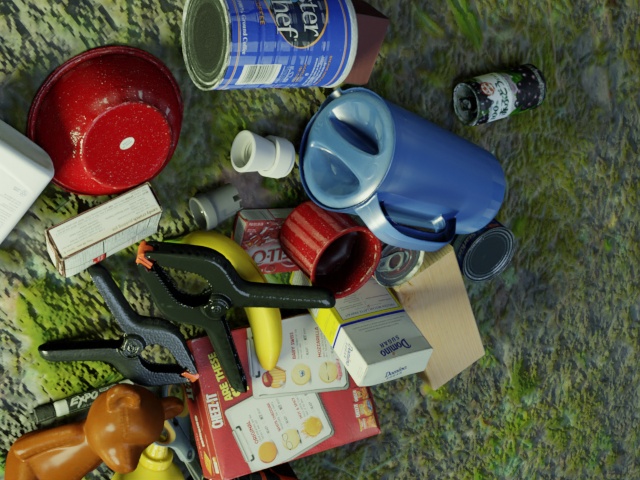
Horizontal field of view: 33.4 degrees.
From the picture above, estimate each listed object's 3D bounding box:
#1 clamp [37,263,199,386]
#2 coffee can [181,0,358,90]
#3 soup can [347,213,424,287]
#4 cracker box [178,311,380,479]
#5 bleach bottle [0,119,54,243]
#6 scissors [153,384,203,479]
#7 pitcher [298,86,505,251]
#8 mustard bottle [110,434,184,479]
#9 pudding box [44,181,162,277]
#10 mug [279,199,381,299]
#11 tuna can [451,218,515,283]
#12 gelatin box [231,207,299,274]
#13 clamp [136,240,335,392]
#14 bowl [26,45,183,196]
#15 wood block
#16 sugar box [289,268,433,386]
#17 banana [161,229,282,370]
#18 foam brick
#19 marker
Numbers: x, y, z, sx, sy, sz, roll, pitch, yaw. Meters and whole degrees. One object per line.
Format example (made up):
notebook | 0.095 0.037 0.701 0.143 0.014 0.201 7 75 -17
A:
clamp | -0.214 0.114 1.150 0.171 0.039 0.120 39 106 -16
coffee can | -0.049 -0.198 1.030 0.140 0.103 0.103 -7 124 -31
soup can | 0.065 0.000 1.249 0.068 0.102 0.068 -18 129 -24
cracker box | -0.049 0.175 1.263 0.213 0.072 0.164 -12 86 -28
bleach bottle | -0.360 -0.001 0.983 0.102 0.068 0.251 37 101 -31
scissors | -0.157 0.236 1.290 0.201 0.016 0.096 55 49 -45
pitcher | 0.104 -0.068 1.195 0.242 0.145 0.149 13 94 -46
mustard bottle | -0.217 0.318 1.310 0.096 0.058 0.192 2 119 -31
pudding box | -0.215 -0.010 1.061 0.113 0.039 0.090 -29 174 -17
mug | 0.011 0.013 1.194 0.093 0.082 0.117 -36 136 -12
tuna can | 0.213 0.012 1.409 0.086 0.034 0.086 -18 129 -24
gelatin box | -0.058 0.001 1.216 0.089 0.030 0.073 -3 122 -33
clamp | -0.099 0.059 1.130 0.165 0.036 0.209 -40 116 18
bowl | -0.196 -0.103 1.030 0.161 0.055 0.162 -18 129 -24
wood block | 0.132 0.083 1.364 0.090 0.090 0.206 -34 133 -11
sugar box | 0.045 0.087 1.242 0.093 0.176 0.048 -11 139 -28
banana | -0.090 0.056 1.183 0.070 0.037 0.197 -32 108 18
foam brick | 0.028 -0.208 1.112 0.051 0.053 0.078 2 118 -36
marker | -0.269 0.182 1.205 0.120 0.020 0.020 -15 128 -26
